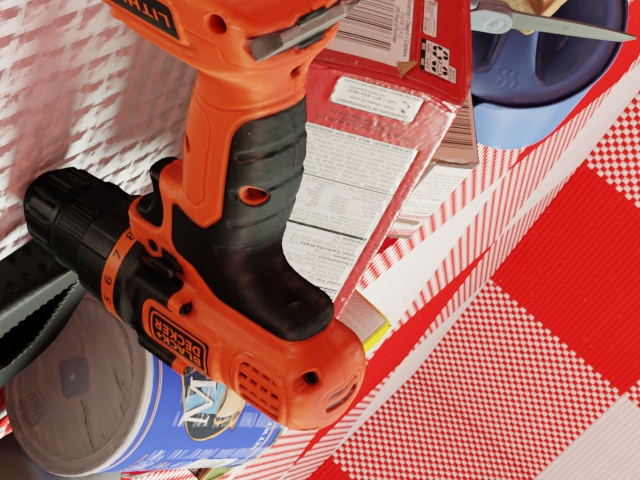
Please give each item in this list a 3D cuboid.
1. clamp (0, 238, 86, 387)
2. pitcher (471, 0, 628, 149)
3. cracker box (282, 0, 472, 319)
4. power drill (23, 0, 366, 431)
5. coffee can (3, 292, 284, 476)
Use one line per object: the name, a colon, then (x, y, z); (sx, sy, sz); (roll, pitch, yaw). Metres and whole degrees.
clamp: (-0.184, 0.068, 0.507); (0.210, 0.036, 0.164); (-46, 169, 9)
pitcher: (0.156, -0.149, 0.815); (0.149, 0.145, 0.242); (-6, 175, 7)
cracker box: (0.002, -0.058, 0.508); (0.214, 0.072, 0.164); (116, -15, -50)
power drill: (-0.057, -0.034, 0.405); (0.057, 0.185, 0.188); (-38, 144, -37)
coffee can: (-0.095, 0.082, 0.618); (0.103, 0.103, 0.140); (-51, 150, 14)
